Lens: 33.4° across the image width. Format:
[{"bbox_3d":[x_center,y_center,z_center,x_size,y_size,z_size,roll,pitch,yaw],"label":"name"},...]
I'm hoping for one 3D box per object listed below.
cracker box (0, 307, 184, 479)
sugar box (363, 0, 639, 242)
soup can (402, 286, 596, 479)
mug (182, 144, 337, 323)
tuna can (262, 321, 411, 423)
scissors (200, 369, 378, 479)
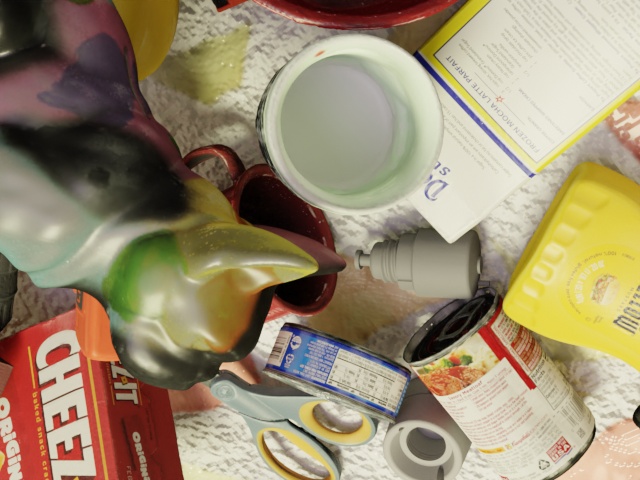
[{"bbox_3d":[-0.199,0.152,0.727,0.214,0.072,0.164,-23,71,29],"label":"cracker box"},{"bbox_3d":[0.102,-0.087,0.555,0.093,0.048,0.176,46,125,-4],"label":"sugar box"},{"bbox_3d":[0.106,0.087,0.626,0.069,0.068,0.102,-33,101,30],"label":"soup can"},{"bbox_3d":[-0.054,0.001,0.634,0.082,0.093,0.117,-23,92,33],"label":"mug"},{"bbox_3d":[0.010,0.080,0.643,0.086,0.086,0.033,20,80,10],"label":"tuna can"},{"bbox_3d":[-0.042,0.091,0.694,0.096,0.016,0.201,-32,113,23],"label":"scissors"}]
